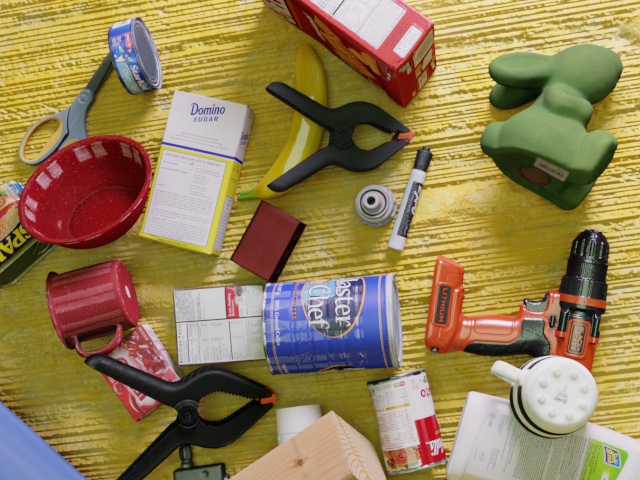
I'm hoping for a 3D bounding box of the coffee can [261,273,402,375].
[{"bbox_3d":[0.015,0.092,1.163,0.140,0.102,0.103,-5,85,9],"label":"coffee can"}]

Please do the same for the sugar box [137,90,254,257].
[{"bbox_3d":[-0.142,-0.077,1.230,0.093,0.048,0.176,14,85,12],"label":"sugar box"}]

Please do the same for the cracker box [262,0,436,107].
[{"bbox_3d":[0.022,-0.245,1.156,0.214,0.164,0.072,37,90,9],"label":"cracker box"}]

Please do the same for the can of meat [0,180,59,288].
[{"bbox_3d":[-0.367,-0.008,1.256,0.102,0.057,0.084,-41,78,4],"label":"can of meat"}]

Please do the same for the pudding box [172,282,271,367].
[{"bbox_3d":[-0.109,0.096,1.216,0.113,0.039,0.090,-5,87,11],"label":"pudding box"}]

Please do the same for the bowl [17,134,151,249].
[{"bbox_3d":[-0.258,-0.044,1.214,0.162,0.055,0.162,-10,50,12],"label":"bowl"}]

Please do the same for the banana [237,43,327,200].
[{"bbox_3d":[-0.030,-0.126,1.219,0.069,0.037,0.198,24,90,8],"label":"banana"}]

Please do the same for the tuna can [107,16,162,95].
[{"bbox_3d":[-0.213,-0.212,1.231,0.034,0.086,0.086,-14,84,9],"label":"tuna can"}]

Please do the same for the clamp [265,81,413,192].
[{"bbox_3d":[0.016,-0.106,1.187,0.171,0.039,0.120,8,97,-9],"label":"clamp"}]

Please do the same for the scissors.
[{"bbox_3d":[-0.273,-0.150,1.271,0.202,0.016,0.096,-41,83,4],"label":"scissors"}]

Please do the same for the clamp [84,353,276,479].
[{"bbox_3d":[-0.156,0.182,1.187,0.210,0.036,0.164,-16,101,-8],"label":"clamp"}]

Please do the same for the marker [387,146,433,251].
[{"bbox_3d":[0.102,-0.048,1.201,0.020,0.020,0.121,18,89,10],"label":"marker"}]

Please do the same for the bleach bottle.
[{"bbox_3d":[0.267,0.241,1.133,0.251,0.068,0.102,16,89,8],"label":"bleach bottle"}]

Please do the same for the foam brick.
[{"bbox_3d":[-0.058,0.001,1.207,0.051,0.053,0.078,28,92,10],"label":"foam brick"}]

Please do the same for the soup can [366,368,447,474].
[{"bbox_3d":[0.093,0.196,1.161,0.068,0.068,0.102,-14,83,8],"label":"soup can"}]

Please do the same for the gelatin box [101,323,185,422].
[{"bbox_3d":[-0.207,0.152,1.231,0.073,0.030,0.089,-37,81,5],"label":"gelatin box"}]

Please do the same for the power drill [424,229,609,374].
[{"bbox_3d":[0.213,0.068,1.156,0.188,0.057,0.184,9,87,10],"label":"power drill"}]

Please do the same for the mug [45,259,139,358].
[{"bbox_3d":[-0.255,0.079,1.210,0.081,0.093,0.117,-15,55,3],"label":"mug"}]

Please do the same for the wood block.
[{"bbox_3d":[-0.037,0.286,1.135,0.206,0.090,0.091,-35,39,12],"label":"wood block"}]

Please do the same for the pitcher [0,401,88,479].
[{"bbox_3d":[-0.376,0.263,1.210,0.243,0.149,0.145,37,77,7],"label":"pitcher"}]
